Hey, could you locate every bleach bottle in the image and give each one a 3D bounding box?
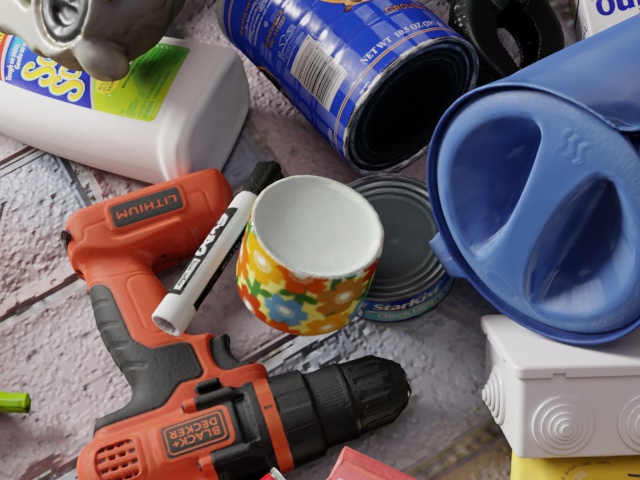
[{"bbox_3d":[-0.179,-0.099,0.711,0.251,0.068,0.102,12,57,18],"label":"bleach bottle"}]

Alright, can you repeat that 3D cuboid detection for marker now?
[{"bbox_3d":[-0.054,0.001,0.594,0.020,0.020,0.121,20,59,20],"label":"marker"}]

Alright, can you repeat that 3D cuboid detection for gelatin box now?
[{"bbox_3d":[0.041,0.141,0.518,0.073,0.089,0.030,23,65,20],"label":"gelatin box"}]

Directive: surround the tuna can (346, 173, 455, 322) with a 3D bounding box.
[{"bbox_3d":[0.040,0.005,0.631,0.086,0.034,0.086,-4,59,7],"label":"tuna can"}]

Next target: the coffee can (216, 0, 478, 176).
[{"bbox_3d":[0.015,-0.123,0.670,0.102,0.103,0.140,-35,61,-12],"label":"coffee can"}]

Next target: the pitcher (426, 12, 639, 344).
[{"bbox_3d":[0.173,-0.056,0.567,0.149,0.145,0.242,28,44,36],"label":"pitcher"}]

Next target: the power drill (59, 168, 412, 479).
[{"bbox_3d":[-0.061,0.050,0.607,0.184,0.057,0.188,-17,57,-8],"label":"power drill"}]

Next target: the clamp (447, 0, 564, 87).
[{"bbox_3d":[0.122,-0.162,0.696,0.120,0.039,0.171,-15,81,-19],"label":"clamp"}]
